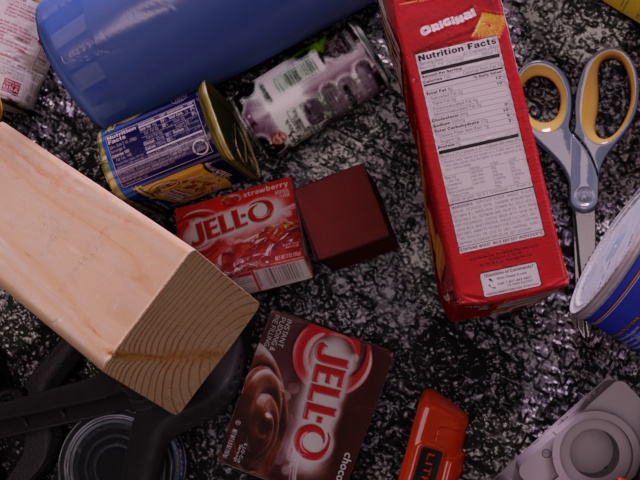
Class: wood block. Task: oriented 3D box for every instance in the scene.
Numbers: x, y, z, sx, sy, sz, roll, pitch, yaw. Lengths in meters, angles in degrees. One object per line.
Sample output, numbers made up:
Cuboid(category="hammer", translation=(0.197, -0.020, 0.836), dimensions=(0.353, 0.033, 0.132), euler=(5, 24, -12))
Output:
Cuboid(category="wood block", translation=(-0.154, 0.014, 0.700), dimensions=(0.206, 0.090, 0.090), euler=(31, 80, 34))

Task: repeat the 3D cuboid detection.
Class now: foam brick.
Cuboid(category="foam brick", translation=(0.019, -0.014, 0.728), dimensions=(0.051, 0.078, 0.053), euler=(-20, 81, 7))

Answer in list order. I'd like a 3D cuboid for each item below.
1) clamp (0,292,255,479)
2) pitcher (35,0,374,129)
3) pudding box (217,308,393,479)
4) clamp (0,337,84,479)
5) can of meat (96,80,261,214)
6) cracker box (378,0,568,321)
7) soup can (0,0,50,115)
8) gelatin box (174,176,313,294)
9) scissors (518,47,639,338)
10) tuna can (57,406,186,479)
Cuboid(category="clamp", translation=(-0.130, 0.104, 0.724), dimensions=(0.165, 0.036, 0.209), euler=(28, 63, 24))
Cuboid(category="pitcher", translation=(-0.072, -0.183, 0.744), dimensions=(0.243, 0.149, 0.145), euler=(-29, 96, 7))
Cuboid(category="pudding box", translation=(-0.009, 0.114, 0.736), dimensions=(0.090, 0.039, 0.113), euler=(19, 87, 9))
Cuboid(category="clamp", translation=(-0.228, 0.109, 0.769), dimensions=(0.120, 0.039, 0.171), euler=(13, 79, 16))
Cuboid(category="can of meat", translation=(-0.097, -0.060, 0.738), dimensions=(0.084, 0.102, 0.057), euler=(-21, 79, 7))
Cuboid(category="cracker box", translation=(0.091, -0.060, 0.679), dimensions=(0.072, 0.164, 0.214), euler=(-13, 82, 4))
Cuboid(category="soup can", translation=(-0.228, -0.150, 0.783), dimensions=(0.068, 0.068, 0.102), euler=(18, 87, 9))
Cuboid(category="gelatin box", translation=(-0.055, 0.001, 0.745), dimensions=(0.089, 0.030, 0.073), euler=(-15, 53, 5))
Cuboid(category="scissors", translation=(0.165, -0.041, 0.742), dimensions=(0.096, 0.016, 0.202), euler=(15, 86, 11))
Cuboid(category="tuna can", translation=(-0.140, 0.159, 0.752), dimensions=(0.086, 0.033, 0.086), euler=(-1, 83, 8))
